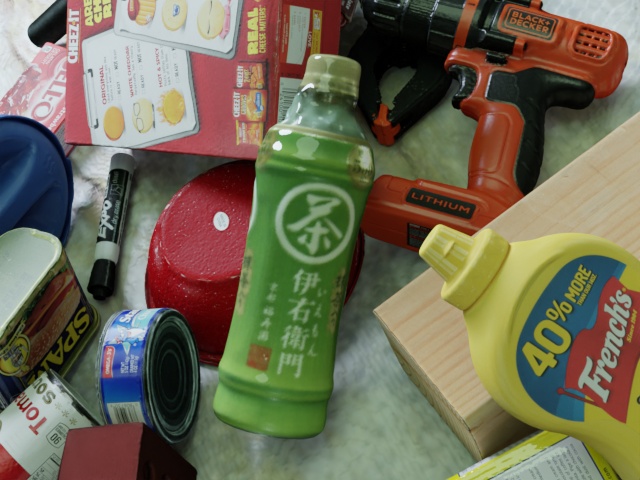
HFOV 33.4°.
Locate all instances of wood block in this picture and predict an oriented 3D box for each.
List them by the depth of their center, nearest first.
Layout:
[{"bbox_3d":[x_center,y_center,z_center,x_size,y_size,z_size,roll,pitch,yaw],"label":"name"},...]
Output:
[{"bbox_3d":[0.145,0.026,0.606,0.206,0.090,0.091,-36,55,-5],"label":"wood block"}]

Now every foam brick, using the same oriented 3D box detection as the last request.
[{"bbox_3d":[-0.113,0.147,0.630,0.051,0.078,0.053,-8,56,17],"label":"foam brick"}]

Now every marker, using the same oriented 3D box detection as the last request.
[{"bbox_3d":[-0.153,-0.011,0.781,0.020,0.020,0.121,-7,57,16],"label":"marker"}]

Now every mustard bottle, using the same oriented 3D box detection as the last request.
[{"bbox_3d":[0.131,0.052,0.513,0.191,0.058,0.096,34,83,-1],"label":"mustard bottle"}]

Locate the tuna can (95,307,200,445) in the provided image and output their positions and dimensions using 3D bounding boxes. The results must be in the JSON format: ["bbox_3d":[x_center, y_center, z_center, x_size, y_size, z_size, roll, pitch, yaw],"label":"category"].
[{"bbox_3d":[-0.105,0.085,0.662,0.034,0.086,0.086,-5,57,15],"label":"tuna can"}]

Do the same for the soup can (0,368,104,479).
[{"bbox_3d":[-0.184,0.139,0.667,0.102,0.068,0.069,-44,55,-11],"label":"soup can"}]

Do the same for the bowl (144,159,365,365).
[{"bbox_3d":[-0.055,0.001,0.716,0.162,0.055,0.162,-10,56,15],"label":"bowl"}]

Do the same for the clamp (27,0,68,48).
[{"bbox_3d":[-0.152,-0.250,0.885,0.210,0.036,0.164,-13,49,43],"label":"clamp"}]

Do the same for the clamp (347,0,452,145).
[{"bbox_3d":[0.055,-0.151,0.782,0.120,0.039,0.171,13,64,26],"label":"clamp"}]

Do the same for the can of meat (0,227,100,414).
[{"bbox_3d":[-0.199,0.054,0.705,0.057,0.084,0.102,16,55,20],"label":"can of meat"}]

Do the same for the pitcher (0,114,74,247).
[{"bbox_3d":[-0.319,-0.040,0.790,0.243,0.149,0.145,13,74,30],"label":"pitcher"}]

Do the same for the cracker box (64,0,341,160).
[{"bbox_3d":[-0.085,-0.142,0.736,0.214,0.071,0.164,8,98,40],"label":"cracker box"}]

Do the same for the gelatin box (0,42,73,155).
[{"bbox_3d":[-0.215,-0.113,0.863,0.073,0.030,0.089,22,69,30],"label":"gelatin box"}]

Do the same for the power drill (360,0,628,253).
[{"bbox_3d":[0.089,-0.083,0.696,0.184,0.057,0.187,18,70,15],"label":"power drill"}]
